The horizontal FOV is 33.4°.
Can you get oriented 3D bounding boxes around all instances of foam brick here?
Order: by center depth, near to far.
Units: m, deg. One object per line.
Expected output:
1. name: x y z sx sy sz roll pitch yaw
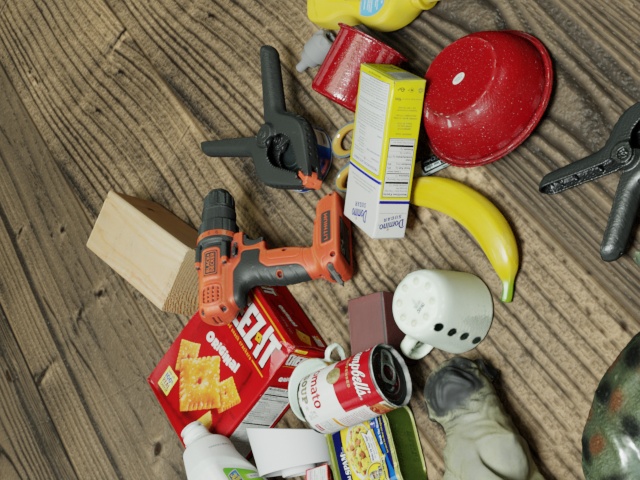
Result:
1. foam brick: 0.068 0.100 1.163 0.051 0.052 0.078 -20 65 40

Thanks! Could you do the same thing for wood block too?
1. wood block: -0.215 0.018 1.432 0.206 0.090 0.090 33 102 44

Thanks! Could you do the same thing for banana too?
1. banana: 0.150 -0.022 1.123 0.070 0.037 0.198 -55 48 18

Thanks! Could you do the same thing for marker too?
1. marker: 0.149 -0.095 1.155 0.121 0.020 0.020 -24 64 38

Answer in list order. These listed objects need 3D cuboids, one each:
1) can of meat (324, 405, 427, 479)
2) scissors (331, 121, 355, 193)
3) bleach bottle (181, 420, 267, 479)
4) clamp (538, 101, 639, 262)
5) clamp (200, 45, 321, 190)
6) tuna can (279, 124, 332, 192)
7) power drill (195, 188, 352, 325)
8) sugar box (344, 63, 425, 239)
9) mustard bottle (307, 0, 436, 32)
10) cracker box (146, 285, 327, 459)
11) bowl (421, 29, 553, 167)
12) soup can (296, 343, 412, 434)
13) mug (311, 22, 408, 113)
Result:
1. can of meat: 0.060 0.229 1.135 0.084 0.057 0.102 -30 61 33
2. scissors: 0.080 -0.139 1.236 0.202 0.016 0.096 -47 49 22
3. bleach bottle: -0.073 0.302 1.187 0.068 0.102 0.251 -52 59 18
4. clamp: 0.292 -0.065 0.995 0.172 0.039 0.120 -46 53 27
5. clamp: -0.067 -0.120 1.309 0.165 0.036 0.210 -51 50 23
6. tuna can: -0.027 -0.104 1.318 0.086 0.033 0.086 -13 71 42
7. power drill: -0.058 0.002 1.256 0.188 0.057 0.184 -14 57 17
8. sugar box: 0.069 -0.098 1.168 0.093 0.048 0.176 -134 45 -62
9. mustard bottle: 0.070 -0.294 1.254 0.192 0.058 0.096 15 86 45
10. cracker box: -0.106 0.154 1.305 0.214 0.072 0.164 -53 49 20
11. bowl: 0.159 -0.160 1.118 0.162 0.055 0.162 -22 56 36
12. soup can: 0.034 0.155 1.106 0.102 0.068 0.068 -27 62 32
13. mug: 0.041 -0.194 1.238 0.081 0.093 0.117 -61 8 6
